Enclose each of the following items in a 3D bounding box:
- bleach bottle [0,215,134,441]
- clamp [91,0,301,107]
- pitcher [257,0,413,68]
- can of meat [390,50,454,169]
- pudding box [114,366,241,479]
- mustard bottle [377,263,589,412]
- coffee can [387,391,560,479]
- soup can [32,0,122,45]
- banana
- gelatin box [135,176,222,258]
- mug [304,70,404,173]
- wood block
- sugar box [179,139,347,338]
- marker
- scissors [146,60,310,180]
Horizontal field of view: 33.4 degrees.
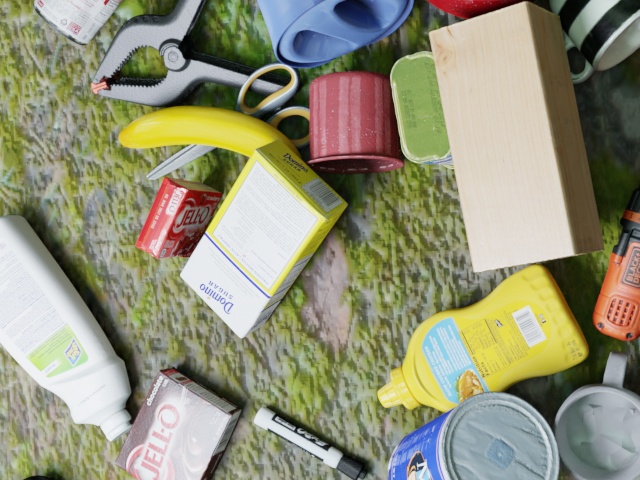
[{"bbox_3d":[-0.279,0.100,1.094,0.103,0.068,0.251,-38,82,13],"label":"bleach bottle"},{"bbox_3d":[-0.138,-0.196,1.045,0.210,0.036,0.164,-10,113,21],"label":"clamp"},{"bbox_3d":[-0.021,-0.294,0.967,0.149,0.144,0.243,-39,68,47],"label":"pitcher"},{"bbox_3d":[0.108,-0.117,0.961,0.058,0.083,0.102,-12,87,30],"label":"can of meat"},{"bbox_3d":[-0.141,0.196,1.063,0.090,0.039,0.113,29,98,15],"label":"pudding box"},{"bbox_3d":[0.138,0.104,0.970,0.192,0.058,0.096,-29,81,14],"label":"mustard bottle"},{"bbox_3d":[0.127,0.195,0.913,0.102,0.140,0.103,5,68,-13],"label":"coffee can"},{"bbox_3d":[-0.234,-0.257,1.078,0.068,0.068,0.102,44,102,12],"label":"soup can"},{"bbox_3d":[-0.100,-0.096,1.026,0.198,0.037,0.070,17,118,7],"label":"banana"},{"bbox_3d":[-0.136,-0.021,1.036,0.030,0.089,0.073,27,97,15],"label":"gelatin box"},{"bbox_3d":[0.042,-0.109,0.991,0.117,0.093,0.081,1,84,-14],"label":"mug"},{"bbox_3d":[0.167,-0.083,0.901,0.091,0.090,0.206,-12,86,31],"label":"wood block"},{"bbox_3d":[-0.057,0.001,1.002,0.093,0.048,0.176,45,130,12],"label":"sugar box"},{"bbox_3d":[-0.009,0.198,1.034,0.121,0.020,0.020,28,97,15],"label":"marker"},{"bbox_3d":[-0.079,-0.094,1.055,0.096,0.016,0.202,41,119,-10],"label":"scissors"}]
